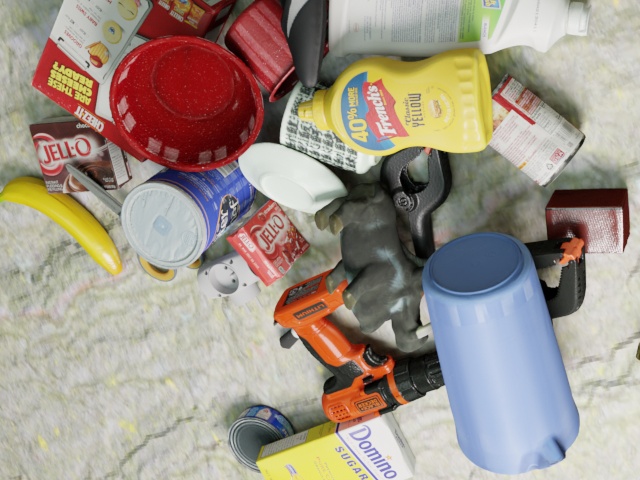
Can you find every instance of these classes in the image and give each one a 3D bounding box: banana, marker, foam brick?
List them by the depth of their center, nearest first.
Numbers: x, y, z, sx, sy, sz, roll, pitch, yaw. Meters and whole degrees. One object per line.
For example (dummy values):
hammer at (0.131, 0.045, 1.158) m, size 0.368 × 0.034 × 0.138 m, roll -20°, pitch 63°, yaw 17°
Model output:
foam brick at (0.274, -0.020, 1.090) m, size 0.078 × 0.052 × 0.051 m, roll 0°, pitch 114°, yaw 25°
marker at (-0.011, 0.094, 1.286) m, size 0.020 × 0.020 × 0.121 m, roll 45°, pitch 123°, yaw -2°
banana at (-0.329, -0.029, 1.358) m, size 0.198 × 0.037 × 0.070 m, roll 31°, pitch 140°, yaw 8°

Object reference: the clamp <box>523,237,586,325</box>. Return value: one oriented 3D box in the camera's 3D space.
clamp at (0.226, 0.065, 1.129) m, size 0.164 × 0.036 × 0.210 m, roll 39°, pitch 145°, yaw -2°

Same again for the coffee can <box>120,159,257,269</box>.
coffee can at (-0.146, -0.043, 1.208) m, size 0.103 × 0.140 × 0.103 m, roll 10°, pitch 117°, yaw 19°

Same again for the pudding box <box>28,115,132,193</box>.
pudding box at (-0.292, -0.107, 1.301) m, size 0.114 × 0.039 × 0.090 m, roll -2°, pitch 113°, yaw 24°

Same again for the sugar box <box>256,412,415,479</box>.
sugar box at (0.019, 0.274, 1.321) m, size 0.176 × 0.048 × 0.093 m, roll -23°, pitch 105°, yaw 18°

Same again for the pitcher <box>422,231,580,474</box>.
pitcher at (0.176, 0.108, 1.092) m, size 0.149 × 0.144 × 0.243 m, roll 2°, pitch 130°, yaw 28°

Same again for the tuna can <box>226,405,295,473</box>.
tuna can at (-0.076, 0.258, 1.384) m, size 0.086 × 0.033 × 0.086 m, roll 10°, pitch 117°, yaw 19°

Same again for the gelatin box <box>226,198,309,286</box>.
gelatin box at (-0.058, 0.002, 1.221) m, size 0.030 × 0.089 × 0.073 m, roll -34°, pitch 97°, yaw 32°

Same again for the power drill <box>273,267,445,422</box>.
power drill at (0.048, 0.120, 1.238) m, size 0.185 × 0.057 × 0.187 m, roll -24°, pitch 111°, yaw 26°

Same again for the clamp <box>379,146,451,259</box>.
clamp at (0.102, -0.040, 1.164) m, size 0.120 × 0.039 × 0.172 m, roll 32°, pitch 129°, yaw -1°

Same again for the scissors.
scissors at (-0.237, -0.013, 1.309) m, size 0.201 × 0.016 × 0.096 m, roll 30°, pitch 131°, yaw -9°

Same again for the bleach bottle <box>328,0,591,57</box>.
bleach bottle at (0.136, -0.220, 1.049) m, size 0.251 × 0.068 × 0.102 m, roll 9°, pitch 117°, yaw 17°

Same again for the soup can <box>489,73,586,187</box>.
soup can at (0.205, -0.110, 1.068) m, size 0.102 × 0.068 × 0.069 m, roll 38°, pitch 123°, yaw 2°

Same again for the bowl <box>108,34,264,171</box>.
bowl at (-0.138, -0.154, 1.127) m, size 0.162 × 0.055 × 0.162 m, roll 1°, pitch 126°, yaw 2°

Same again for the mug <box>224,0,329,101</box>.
mug at (-0.038, -0.214, 1.115) m, size 0.081 × 0.093 × 0.117 m, roll 46°, pitch 106°, yaw 3°

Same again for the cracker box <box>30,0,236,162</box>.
cracker box at (-0.210, -0.222, 1.192) m, size 0.164 × 0.072 × 0.214 m, roll 35°, pitch 123°, yaw 5°

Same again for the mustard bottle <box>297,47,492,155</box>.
mustard bottle at (0.068, -0.132, 1.042) m, size 0.192 × 0.058 × 0.096 m, roll -1°, pitch 112°, yaw 24°
